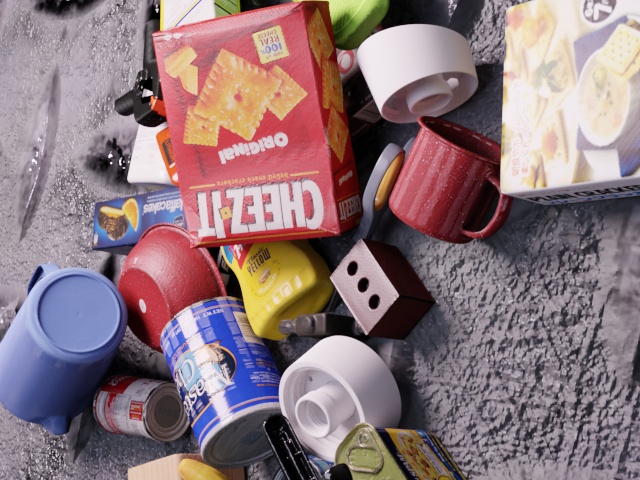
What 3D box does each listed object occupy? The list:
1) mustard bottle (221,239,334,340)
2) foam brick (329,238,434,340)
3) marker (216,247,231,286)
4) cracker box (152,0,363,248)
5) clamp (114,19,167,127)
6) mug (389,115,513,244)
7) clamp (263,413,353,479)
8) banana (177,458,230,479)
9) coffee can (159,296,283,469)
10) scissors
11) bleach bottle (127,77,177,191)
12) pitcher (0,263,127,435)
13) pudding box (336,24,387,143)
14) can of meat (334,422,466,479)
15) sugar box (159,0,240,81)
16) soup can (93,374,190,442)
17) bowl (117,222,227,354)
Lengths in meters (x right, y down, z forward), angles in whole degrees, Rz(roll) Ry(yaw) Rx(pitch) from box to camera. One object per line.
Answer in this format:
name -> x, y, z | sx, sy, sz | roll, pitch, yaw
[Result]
mustard bottle -> -0.058, 0.001, 1.099 | 0.096, 0.058, 0.192 | -46, 51, 26
foam brick -> 0.056, 0.044, 0.973 | 0.053, 0.051, 0.078 | -54, 48, 24
marker -> -0.103, 0.018, 1.173 | 0.020, 0.020, 0.121 | 17, 94, 47
cracker box -> -0.059, -0.106, 1.005 | 0.164, 0.072, 0.214 | -5, 99, 25
clamp -> -0.186, -0.183, 1.192 | 0.172, 0.039, 0.120 | 35, 112, 60
mug -> 0.116, -0.044, 0.902 | 0.117, 0.093, 0.081 | 41, 116, 41
clamp -> 0.015, 0.256, 0.905 | 0.210, 0.036, 0.165 | 70, 163, -6
banana -> -0.064, 0.286, 1.024 | 0.037, 0.069, 0.198 | -45, 64, 11
coffee can -> -0.092, 0.142, 1.071 | 0.103, 0.102, 0.140 | -49, 50, 28
scissors -> 0.053, -0.020, 1.005 | 0.016, 0.096, 0.202 | 34, 139, 16
bleach bottle -> -0.159, -0.183, 1.247 | 0.103, 0.067, 0.251 | 5, 83, 49
pitcher -> -0.298, 0.110, 1.217 | 0.144, 0.149, 0.243 | -56, 5, -31
pudding box -> 0.028, -0.150, 1.056 | 0.114, 0.039, 0.090 | -35, 56, 36
can of meat -> 0.073, 0.203, 0.894 | 0.057, 0.083, 0.102 | -55, 47, 23
sugar box -> -0.129, -0.245, 1.146 | 0.093, 0.048, 0.176 | -37, 43, 32
soup can -> -0.200, 0.189, 1.202 | 0.102, 0.068, 0.068 | -2, 80, 46
bowl -> -0.172, 0.064, 1.164 | 0.162, 0.055, 0.162 | 19, 119, 40
